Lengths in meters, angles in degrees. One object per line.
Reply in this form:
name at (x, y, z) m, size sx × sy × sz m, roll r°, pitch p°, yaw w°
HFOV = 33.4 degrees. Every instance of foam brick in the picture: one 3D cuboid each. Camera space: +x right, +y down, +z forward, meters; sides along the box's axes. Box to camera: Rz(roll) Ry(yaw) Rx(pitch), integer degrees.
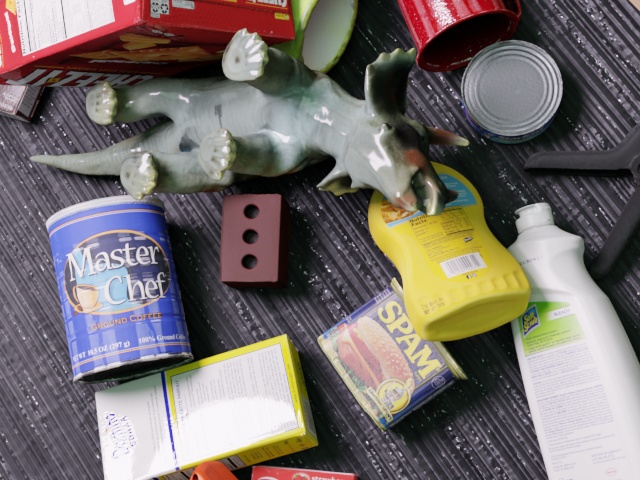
foam brick at (-0.056, 0.001, 0.930) m, size 0.053 × 0.051 × 0.078 m, roll 0°, pitch 80°, yaw 8°

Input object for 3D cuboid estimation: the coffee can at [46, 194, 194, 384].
coffee can at (-0.172, 0.043, 0.914) m, size 0.103 × 0.102 × 0.140 m, roll -14°, pitch 78°, yaw 6°

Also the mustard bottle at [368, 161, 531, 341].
mustard bottle at (0.092, -0.010, 0.886) m, size 0.096 × 0.058 × 0.192 m, roll -16°, pitch 54°, yaw -10°

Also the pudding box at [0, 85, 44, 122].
pudding box at (-0.311, -0.169, 1.006) m, size 0.113 × 0.039 × 0.090 m, roll 19°, pitch 83°, yaw 11°

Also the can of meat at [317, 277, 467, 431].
can of meat at (0.059, 0.097, 0.893) m, size 0.084 × 0.057 × 0.102 m, roll -36°, pitch 76°, yaw 4°

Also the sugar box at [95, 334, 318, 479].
sugar box at (-0.098, 0.151, 0.903) m, size 0.176 × 0.048 × 0.093 m, roll -18°, pitch 59°, yaw 8°

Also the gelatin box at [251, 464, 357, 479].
gelatin box at (-0.016, 0.228, 0.893) m, size 0.089 × 0.030 × 0.073 m, roll 4°, pitch 80°, yaw 9°

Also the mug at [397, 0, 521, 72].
mug at (0.123, -0.207, 0.928) m, size 0.117 × 0.093 × 0.081 m, roll -12°, pitch 71°, yaw -25°

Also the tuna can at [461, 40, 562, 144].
tuna can at (0.166, -0.128, 0.928) m, size 0.086 × 0.033 × 0.086 m, roll -2°, pitch 80°, yaw 8°

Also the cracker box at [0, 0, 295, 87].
cracker box at (-0.153, -0.176, 0.873) m, size 0.214 × 0.163 × 0.072 m, roll -8°, pitch 88°, yaw 41°

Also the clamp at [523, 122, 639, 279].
clamp at (0.270, -0.044, 0.896) m, size 0.171 × 0.039 × 0.120 m, roll -21°, pitch 84°, yaw 11°

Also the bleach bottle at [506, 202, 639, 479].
bleach bottle at (0.209, 0.089, 0.858) m, size 0.103 × 0.067 × 0.251 m, roll -22°, pitch 74°, yaw 35°
